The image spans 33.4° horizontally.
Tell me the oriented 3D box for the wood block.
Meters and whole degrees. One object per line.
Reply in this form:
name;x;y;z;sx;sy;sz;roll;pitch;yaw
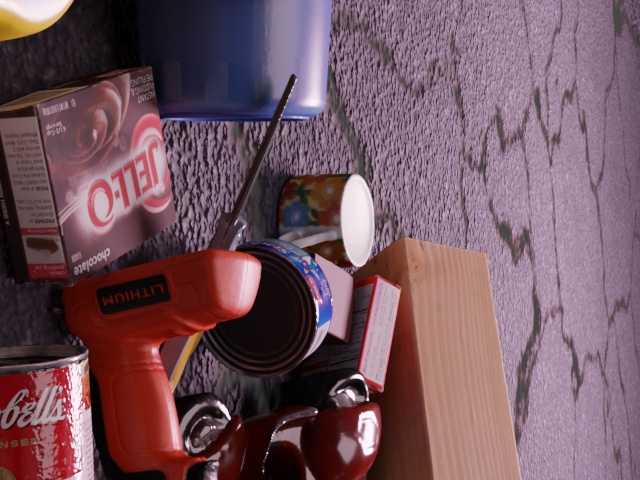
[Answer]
wood block;0.088;0.114;0.863;0.090;0.090;0.206;10;60;-28

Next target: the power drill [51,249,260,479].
power drill;-0.059;0.102;0.527;0.057;0.185;0.187;20;61;-63

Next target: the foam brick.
foam brick;-0.014;0.043;0.772;0.078;0.051;0.053;35;56;-61

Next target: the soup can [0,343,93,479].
soup can;-0.135;0.101;0.474;0.068;0.069;0.102;-8;96;-66

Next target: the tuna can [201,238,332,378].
tuna can;-0.036;0.042;0.680;0.033;0.086;0.086;-26;112;-66

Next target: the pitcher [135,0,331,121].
pitcher;-0.049;-0.193;0.629;0.148;0.145;0.243;-4;96;-41

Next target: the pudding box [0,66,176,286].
pudding box;-0.120;-0.036;0.551;0.113;0.039;0.090;-39;124;-61

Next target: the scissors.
scissors;-0.054;0.001;0.617;0.096;0.016;0.202;-71;-174;-86

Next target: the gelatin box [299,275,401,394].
gelatin box;0.022;0.078;0.821;0.030;0.073;0.089;29;58;-30
